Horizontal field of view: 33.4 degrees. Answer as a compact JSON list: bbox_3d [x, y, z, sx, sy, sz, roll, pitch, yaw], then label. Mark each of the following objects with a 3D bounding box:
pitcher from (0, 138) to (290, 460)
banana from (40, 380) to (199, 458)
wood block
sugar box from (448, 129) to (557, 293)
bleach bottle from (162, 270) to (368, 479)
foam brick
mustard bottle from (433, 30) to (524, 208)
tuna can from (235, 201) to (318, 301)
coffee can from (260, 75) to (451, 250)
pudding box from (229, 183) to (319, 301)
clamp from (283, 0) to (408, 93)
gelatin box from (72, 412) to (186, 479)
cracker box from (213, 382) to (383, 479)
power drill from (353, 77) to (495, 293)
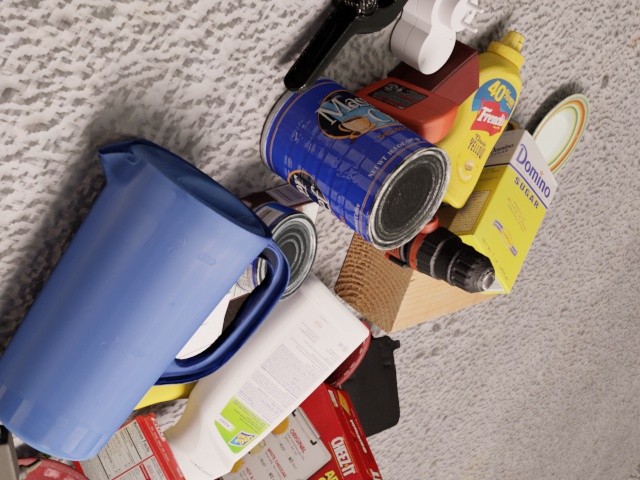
[{"bbox_3d":[-0.148,0.055,0.847,0.243,0.149,0.144,-54,161,8],"label":"pitcher"},{"bbox_3d":[-0.172,0.145,1.003,0.197,0.037,0.070,-15,155,-43],"label":"banana"},{"bbox_3d":[0.125,0.027,1.219,0.205,0.090,0.091,-12,129,-47],"label":"wood block"},{"bbox_3d":[0.205,-0.034,1.189,0.093,0.048,0.176,54,52,-30],"label":"sugar box"},{"bbox_3d":[-0.074,0.142,1.017,0.251,0.068,0.102,-45,121,-1],"label":"bleach bottle"},{"bbox_3d":[0.113,-0.158,1.056,0.078,0.053,0.051,-42,147,-16],"label":"foam brick"},{"bbox_3d":[0.162,-0.134,1.126,0.096,0.058,0.191,30,88,-50],"label":"mustard bottle"},{"bbox_3d":[-0.040,0.010,0.951,0.085,0.034,0.086,-30,131,-43],"label":"tuna can"},{"bbox_3d":[0.030,-0.070,0.949,0.102,0.140,0.103,-33,143,-29],"label":"coffee can"},{"bbox_3d":[-0.057,0.001,1.005,0.113,0.039,0.090,-18,133,-41],"label":"pudding box"},{"bbox_3d":[0.026,-0.197,0.916,0.171,0.039,0.120,-24,140,-38],"label":"clamp"},{"bbox_3d":[-0.177,0.212,0.989,0.089,0.073,0.030,-33,168,18],"label":"gelatin box"},{"bbox_3d":[-0.043,0.268,1.092,0.214,0.164,0.072,-31,154,16],"label":"cracker box"},{"bbox_3d":[0.094,-0.051,1.030,0.057,0.185,0.188,-31,133,-32],"label":"power drill"}]
